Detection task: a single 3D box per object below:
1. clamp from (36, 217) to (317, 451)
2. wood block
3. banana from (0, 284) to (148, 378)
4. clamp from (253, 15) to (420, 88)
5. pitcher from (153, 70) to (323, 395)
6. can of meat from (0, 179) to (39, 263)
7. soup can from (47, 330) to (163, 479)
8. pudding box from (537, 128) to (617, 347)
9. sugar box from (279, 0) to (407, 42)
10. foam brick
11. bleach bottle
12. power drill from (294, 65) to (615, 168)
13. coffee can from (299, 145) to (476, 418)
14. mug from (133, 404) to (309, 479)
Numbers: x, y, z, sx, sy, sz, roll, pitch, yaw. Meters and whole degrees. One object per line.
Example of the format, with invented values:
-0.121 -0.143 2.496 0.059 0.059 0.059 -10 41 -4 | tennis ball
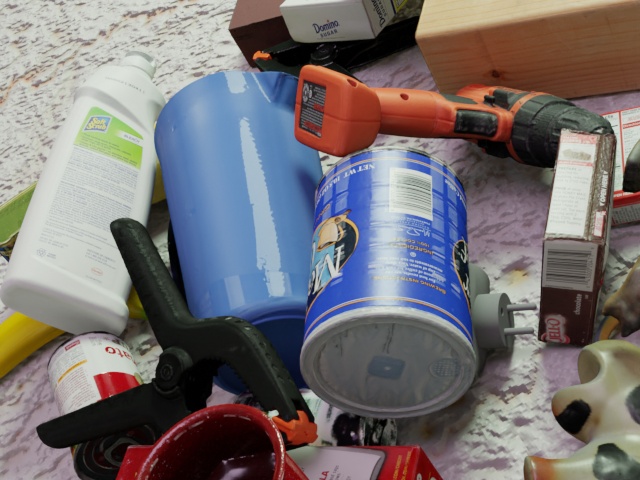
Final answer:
-0.095 0.094 0.684 0.210 0.036 0.164 27 94 34 | clamp
0.190 -0.171 0.829 0.206 0.090 0.090 -4 50 28 | wood block
-0.220 0.071 0.899 0.198 0.037 0.069 -20 44 15 | banana
0.010 -0.151 0.957 0.172 0.039 0.120 -3 41 30 | clamp
-0.055 0.001 0.809 0.145 0.149 0.243 -14 48 0 | pitcher
-0.231 -0.007 0.941 0.102 0.084 0.057 -35 42 -2 | can of meat
-0.160 0.124 0.792 0.068 0.068 0.102 -34 42 -1 | soup can
0.161 0.000 0.674 0.039 0.113 0.090 7 54 12 | pudding box
0.046 -0.247 0.996 0.093 0.048 0.176 5 44 35 | sugar box
-0.041 -0.210 1.033 0.078 0.053 0.051 -8 48 25 | foam brick
-0.175 -0.049 0.878 0.068 0.102 0.250 -42 30 55 | bleach bottle
0.087 -0.082 0.745 0.187 0.057 0.185 3 11 -22 | power drill
0.043 0.025 0.667 0.103 0.102 0.140 -15 44 20 | coffee can
-0.054 0.153 0.583 0.117 0.081 0.093 -19 43 17 | mug
